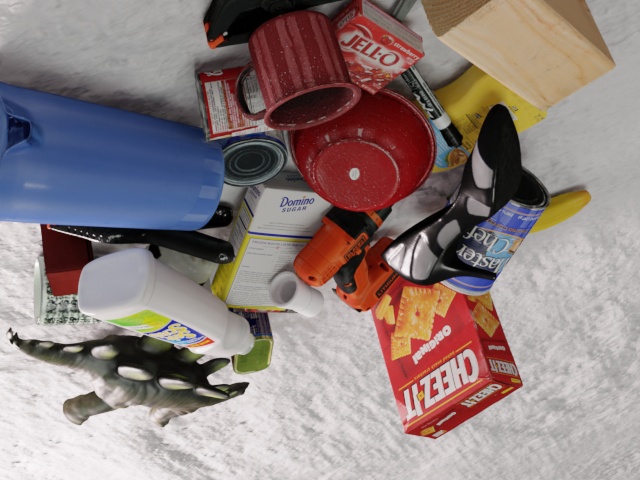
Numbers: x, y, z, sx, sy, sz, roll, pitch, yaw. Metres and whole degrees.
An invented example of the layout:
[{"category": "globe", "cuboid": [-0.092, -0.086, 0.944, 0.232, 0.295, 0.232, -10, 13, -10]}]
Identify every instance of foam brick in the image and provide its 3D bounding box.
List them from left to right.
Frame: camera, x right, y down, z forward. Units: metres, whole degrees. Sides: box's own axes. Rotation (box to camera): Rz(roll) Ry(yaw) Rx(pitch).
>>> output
[{"category": "foam brick", "cuboid": [-0.283, 0.016, 1.201, 0.051, 0.078, 0.053, -10, 148, -9]}]

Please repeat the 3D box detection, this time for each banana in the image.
[{"category": "banana", "cuboid": [0.249, -0.031, 1.367, 0.197, 0.037, 0.070, -4, 147, -15]}]

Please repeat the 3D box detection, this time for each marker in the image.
[{"category": "marker", "cuboid": [0.112, -0.144, 1.104, 0.020, 0.020, 0.121, -28, 114, 22]}]

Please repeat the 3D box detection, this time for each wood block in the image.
[{"category": "wood block", "cuboid": [0.182, -0.209, 0.999, 0.090, 0.091, 0.205, -32, 150, 27]}]

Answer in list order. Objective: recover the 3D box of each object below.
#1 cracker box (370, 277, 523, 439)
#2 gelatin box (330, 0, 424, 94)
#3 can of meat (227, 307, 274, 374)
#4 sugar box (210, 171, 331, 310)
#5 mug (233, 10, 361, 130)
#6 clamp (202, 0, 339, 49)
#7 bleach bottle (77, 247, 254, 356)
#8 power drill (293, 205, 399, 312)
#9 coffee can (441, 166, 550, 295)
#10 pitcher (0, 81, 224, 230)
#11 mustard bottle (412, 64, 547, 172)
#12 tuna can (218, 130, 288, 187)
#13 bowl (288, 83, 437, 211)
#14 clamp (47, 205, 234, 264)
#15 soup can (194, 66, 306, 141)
[{"category": "cracker box", "cuboid": [0.158, 0.130, 1.416, 0.072, 0.214, 0.164, 16, 137, -38]}, {"category": "gelatin box", "cuboid": [0.045, -0.188, 1.039, 0.089, 0.030, 0.073, 25, 137, -34]}, {"category": "can of meat", "cuboid": [-0.096, 0.120, 1.426, 0.057, 0.084, 0.102, -7, 147, -11]}, {"category": "sugar box", "cuboid": [-0.058, 0.001, 1.251, 0.093, 0.048, 0.176, 5, 123, -30]}, {"category": "mug", "cuboid": [-0.028, -0.153, 0.985, 0.117, 0.081, 0.093, -23, 165, 23]}, {"category": "clamp", "cuboid": [-0.039, -0.228, 0.953, 0.172, 0.039, 0.120, -24, 146, 15]}, {"category": "bleach bottle", "cuboid": [-0.152, 0.083, 1.202, 0.103, 0.068, 0.250, -13, 154, 30]}, {"category": "power drill", "cuboid": [0.057, 0.000, 1.289, 0.184, 0.057, 0.187, -46, 153, -5]}, {"category": "coffee can", "cuboid": [0.194, -0.019, 1.277, 0.102, 0.103, 0.140, 8, 128, -30]}, {"category": "pitcher", "cuboid": [-0.227, -0.072, 1.055, 0.242, 0.149, 0.145, 7, 119, -34]}, {"category": "mustard bottle", "cuboid": [0.141, -0.125, 1.161, 0.192, 0.058, 0.096, -29, 135, 23]}, {"category": "tuna can", "cuboid": [-0.078, -0.095, 1.148, 0.086, 0.034, 0.086, -10, 148, -6]}, {"category": "bowl", "cuboid": [0.041, -0.085, 1.132, 0.162, 0.055, 0.162, 6, 130, 7]}, {"category": "clamp", "cuboid": [-0.189, -0.013, 1.159, 0.209, 0.165, 0.036, 4, 105, -13]}, {"category": "soup can", "cuboid": [-0.068, -0.139, 1.053, 0.102, 0.068, 0.068, -10, 148, -7]}]
